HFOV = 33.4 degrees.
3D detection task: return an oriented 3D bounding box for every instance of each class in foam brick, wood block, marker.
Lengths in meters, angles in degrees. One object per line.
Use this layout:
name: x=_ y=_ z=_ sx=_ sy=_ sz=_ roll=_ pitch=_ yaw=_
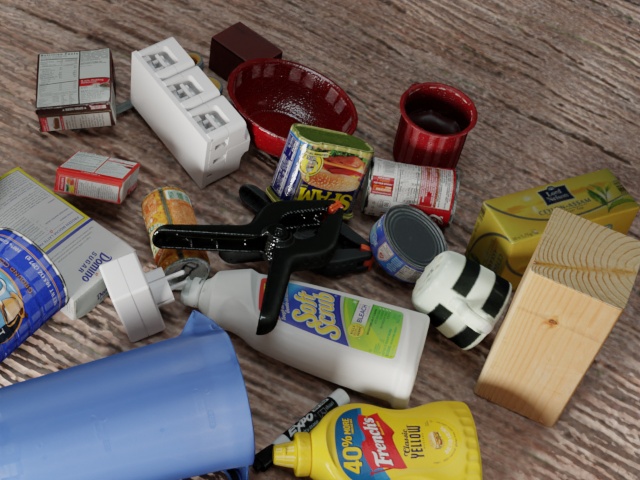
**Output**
foam brick: x=-0.094 y=-0.227 z=1.337 sx=0.078 sy=0.051 sz=0.052 roll=38 pitch=54 yaw=20
wood block: x=0.226 y=0.080 z=1.034 sx=0.091 sy=0.206 sz=0.090 roll=24 pitch=51 yaw=9
marker: x=-0.019 y=0.183 z=1.029 sx=0.120 sy=0.020 sz=0.020 roll=-35 pitch=63 yaw=-31

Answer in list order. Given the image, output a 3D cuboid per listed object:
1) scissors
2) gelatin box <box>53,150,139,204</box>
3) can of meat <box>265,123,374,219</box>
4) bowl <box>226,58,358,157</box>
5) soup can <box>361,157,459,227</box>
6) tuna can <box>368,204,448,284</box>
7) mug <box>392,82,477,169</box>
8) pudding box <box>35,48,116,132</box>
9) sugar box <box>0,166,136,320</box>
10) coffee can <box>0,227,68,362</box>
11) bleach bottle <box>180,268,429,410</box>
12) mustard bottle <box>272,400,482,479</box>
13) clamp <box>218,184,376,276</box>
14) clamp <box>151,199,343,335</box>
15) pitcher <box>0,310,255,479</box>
scissors: x=-0.198 y=-0.165 z=1.292 sx=0.096 sy=0.016 sz=0.201 roll=31 pitch=53 yaw=15
gelatin box: x=-0.244 y=-0.069 z=1.171 sx=0.073 sy=0.030 sz=0.089 roll=11 pitch=17 yaw=-1
can of meat: x=0.001 y=-0.077 z=1.182 sx=0.101 sy=0.084 sz=0.057 roll=8 pitch=25 yaw=-29
bowl: x=-0.039 y=-0.146 z=1.264 sx=0.162 sy=0.055 sz=0.162 roll=14 pitch=41 yaw=-12
soup can: x=0.102 y=-0.056 z=1.216 sx=0.102 sy=0.068 sz=0.068 roll=9 pitch=50 yaw=-2
tuna can: x=0.096 y=0.005 z=1.167 sx=0.086 sy=0.034 sz=0.086 roll=21 pitch=46 yaw=-24
mug: x=0.128 y=-0.137 z=1.279 sx=0.093 sy=0.081 sz=0.117 roll=-11 pitch=54 yaw=-18
pudding box: x=-0.290 y=-0.180 z=1.264 sx=0.090 sy=0.039 sz=0.113 roll=-7 pitch=45 yaw=-5
sugar box: x=-0.288 y=0.002 z=1.119 sx=0.176 sy=0.048 sz=0.093 roll=36 pitch=54 yaw=16
coffee can: x=-0.327 y=0.069 z=1.018 sx=0.103 sy=0.103 sz=0.140 roll=31 pitch=52 yaw=16
bleach bottle: x=-0.022 y=0.089 z=1.079 sx=0.251 sy=0.068 sz=0.102 roll=15 pitch=44 yaw=6
mustard bottle: x=0.051 y=0.200 z=1.002 sx=0.191 sy=0.058 sz=0.096 roll=1 pitch=55 yaw=-9
clamp: x=-0.024 y=-0.009 z=1.176 sx=0.171 sy=0.039 sz=0.120 roll=11 pitch=48 yaw=-10
clamp: x=-0.057 y=0.001 z=1.098 sx=0.165 sy=0.036 sz=0.209 roll=34 pitch=43 yaw=19
pitcher: x=-0.183 y=0.174 z=0.949 sx=0.242 sy=0.145 sz=0.149 roll=-13 pitch=42 yaw=-15
